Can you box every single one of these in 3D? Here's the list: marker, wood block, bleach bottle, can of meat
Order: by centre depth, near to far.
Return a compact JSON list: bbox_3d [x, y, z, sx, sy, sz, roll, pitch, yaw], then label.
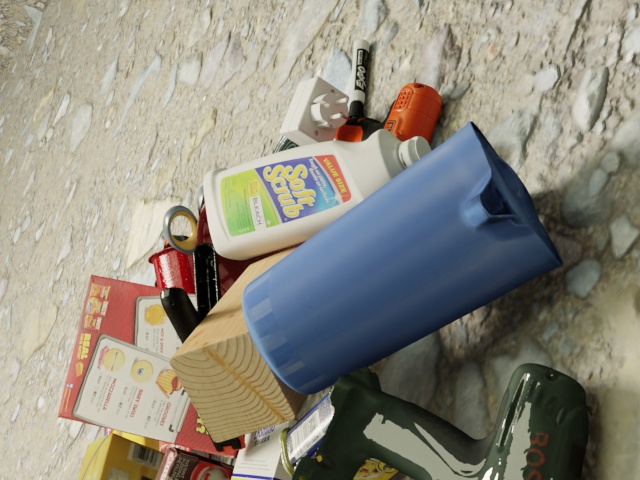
[{"bbox_3d":[0.030,0.172,0.916,0.084,0.102,0.057,-47,33,29],"label":"can of meat"},{"bbox_3d":[-0.047,0.088,1.009,0.090,0.091,0.205,-20,15,24],"label":"wood block"},{"bbox_3d":[-0.003,-0.057,1.057,0.251,0.067,0.102,-19,73,35],"label":"bleach bottle"},{"bbox_3d":[0.045,-0.186,1.258,0.020,0.020,0.121,-34,41,47],"label":"marker"}]

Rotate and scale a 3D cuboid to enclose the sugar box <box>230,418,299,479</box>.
[{"bbox_3d":[-0.059,0.265,1.064,0.094,0.048,0.176,-14,54,58],"label":"sugar box"}]

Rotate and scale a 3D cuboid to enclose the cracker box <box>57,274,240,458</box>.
[{"bbox_3d":[-0.166,0.138,1.178,0.072,0.214,0.164,37,-116,-72],"label":"cracker box"}]

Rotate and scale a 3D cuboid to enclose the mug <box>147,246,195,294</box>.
[{"bbox_3d":[-0.174,0.058,1.363,0.117,0.093,0.081,-25,73,40],"label":"mug"}]

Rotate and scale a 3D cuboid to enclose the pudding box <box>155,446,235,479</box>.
[{"bbox_3d":[-0.138,0.287,1.139,0.039,0.090,0.113,15,83,66],"label":"pudding box"}]

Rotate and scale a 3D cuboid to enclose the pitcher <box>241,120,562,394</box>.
[{"bbox_3d":[0.064,0.022,0.871,0.243,0.149,0.145,-32,41,14],"label":"pitcher"}]

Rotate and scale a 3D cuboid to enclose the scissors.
[{"bbox_3d":[-0.137,0.033,1.240,0.016,0.096,0.202,22,118,49],"label":"scissors"}]

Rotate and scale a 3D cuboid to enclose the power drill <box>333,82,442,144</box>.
[{"bbox_3d":[0.042,-0.074,1.137,0.188,0.057,0.184,5,70,59],"label":"power drill"}]

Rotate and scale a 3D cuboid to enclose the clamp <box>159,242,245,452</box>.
[{"bbox_3d":[-0.109,0.111,1.073,0.164,0.036,0.210,-76,-25,-67],"label":"clamp"}]
